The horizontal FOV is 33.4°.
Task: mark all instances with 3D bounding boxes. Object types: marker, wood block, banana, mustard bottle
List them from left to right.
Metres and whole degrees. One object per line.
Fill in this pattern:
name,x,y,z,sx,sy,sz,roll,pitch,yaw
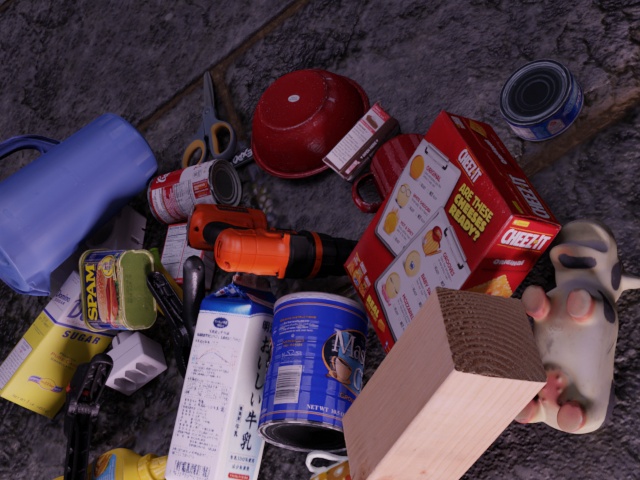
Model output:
mustard bottle,-0.244,0.292,1.221,0.192,0.058,0.096,-30,43,20
banana,-0.146,0.080,1.272,0.198,0.037,0.070,28,123,30
marker,-0.095,-0.110,1.378,0.121,0.020,0.020,-24,52,24
wood block,0.104,0.144,0.954,0.206,0.090,0.091,119,152,-42

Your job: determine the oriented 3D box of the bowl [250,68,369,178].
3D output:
bowl,-0.024,-0.157,1.311,0.162,0.055,0.162,-13,54,19

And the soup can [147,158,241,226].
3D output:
soup can,-0.160,-0.061,1.364,0.102,0.068,0.068,-13,57,30

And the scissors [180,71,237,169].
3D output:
scissors,-0.163,-0.155,1.446,0.096,0.016,0.202,-40,39,8

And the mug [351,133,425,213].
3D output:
mug,0.091,-0.059,1.152,0.117,0.093,0.081,-15,45,-6

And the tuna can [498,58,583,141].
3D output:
tuna can,0.235,-0.151,1.143,0.086,0.033,0.086,-19,54,28

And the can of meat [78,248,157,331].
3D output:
can of meat,-0.244,0.060,1.296,0.084,0.057,0.102,-3,91,45

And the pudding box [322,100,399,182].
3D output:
pudding box,0.048,-0.110,1.212,0.039,0.113,0.090,43,94,1

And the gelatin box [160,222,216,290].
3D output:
gelatin box,-0.165,0.021,1.345,0.073,0.030,0.089,-8,61,35

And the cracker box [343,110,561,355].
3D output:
cracker box,0.122,0.008,1.050,0.214,0.072,0.164,-59,38,31

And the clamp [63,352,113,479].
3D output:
clamp,-0.277,0.188,1.255,0.210,0.036,0.164,-140,65,-71

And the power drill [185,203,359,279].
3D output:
power drill,-0.058,0.001,1.209,0.188,0.184,0.057,18,100,60

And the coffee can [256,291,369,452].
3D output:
coffee can,-0.006,0.137,1.104,0.103,0.102,0.140,-11,58,32

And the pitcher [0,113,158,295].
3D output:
pitcher,-0.334,-0.061,1.353,0.145,0.149,0.242,24,57,41

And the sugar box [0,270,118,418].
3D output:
sugar box,-0.327,0.133,1.355,0.176,0.093,0.048,-52,47,0

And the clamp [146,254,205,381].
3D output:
clamp,-0.145,0.099,1.217,0.120,0.039,0.171,-37,74,59
